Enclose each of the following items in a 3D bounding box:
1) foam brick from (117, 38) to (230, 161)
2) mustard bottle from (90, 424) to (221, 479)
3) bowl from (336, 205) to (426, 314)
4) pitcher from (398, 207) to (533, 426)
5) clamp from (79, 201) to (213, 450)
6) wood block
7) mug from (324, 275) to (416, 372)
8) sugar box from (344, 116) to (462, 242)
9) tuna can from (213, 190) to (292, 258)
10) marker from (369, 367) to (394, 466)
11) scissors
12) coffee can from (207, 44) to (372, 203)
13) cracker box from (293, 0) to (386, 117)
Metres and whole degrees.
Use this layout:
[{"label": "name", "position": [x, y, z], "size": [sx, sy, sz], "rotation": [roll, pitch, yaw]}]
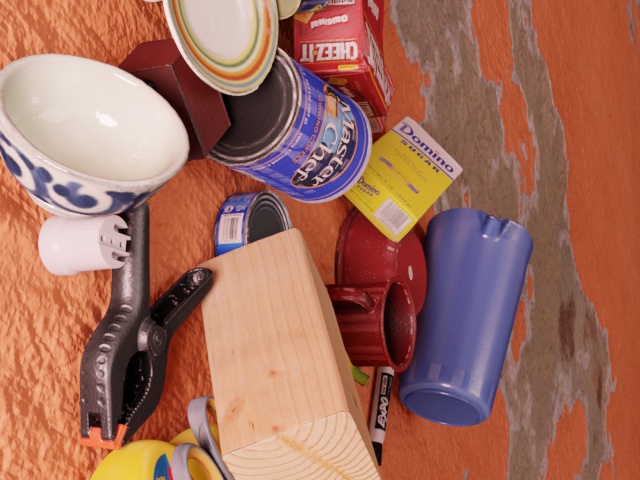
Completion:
[{"label": "foam brick", "position": [-0.108, -0.103, 0.784], "size": [0.051, 0.053, 0.078], "rotation": [-59, 138, -50]}, {"label": "mustard bottle", "position": [-0.112, 0.184, 0.736], "size": [0.191, 0.058, 0.096], "rotation": [5, 80, -64]}, {"label": "bowl", "position": [0.074, 0.037, 1.151], "size": [0.161, 0.055, 0.162], "rotation": [15, 73, -63]}, {"label": "pitcher", "position": [0.168, 0.097, 1.278], "size": [0.149, 0.145, 0.242], "rotation": [44, 51, -39]}, {"label": "clamp", "position": [-0.123, 0.066, 0.751], "size": [0.120, 0.039, 0.171], "rotation": [37, 60, -53]}, {"label": "wood block", "position": [-0.027, 0.095, 0.792], "size": [0.206, 0.090, 0.091], "rotation": [-107, 175, -53]}, {"label": "mug", "position": [0.036, 0.077, 1.033], "size": [0.117, 0.082, 0.093], "rotation": [48, 46, -53]}, {"label": "sugar box", "position": [0.088, -0.071, 1.159], "size": [0.093, 0.048, 0.176], "rotation": [45, 34, 0]}, {"label": "tuna can", "position": [-0.056, 0.001, 0.905], "size": [0.086, 0.034, 0.086], "rotation": [-3, 90, -65]}, {"label": "marker", "position": [0.064, 0.188, 1.153], "size": [0.020, 0.020, 0.121], "rotation": [49, 45, -52]}, {"label": "scissors", "position": [-0.053, 0.206, 0.743], "size": [0.202, 0.016, 0.096], "rotation": [68, 21, -2]}, {"label": "coffee can", "position": [-0.031, -0.095, 0.890], "size": [0.140, 0.103, 0.103], "rotation": [22, 67, -62]}, {"label": "cracker box", "position": [0.023, -0.238, 1.018], "size": [0.164, 0.072, 0.214], "rotation": [33, 55, -77]}]
